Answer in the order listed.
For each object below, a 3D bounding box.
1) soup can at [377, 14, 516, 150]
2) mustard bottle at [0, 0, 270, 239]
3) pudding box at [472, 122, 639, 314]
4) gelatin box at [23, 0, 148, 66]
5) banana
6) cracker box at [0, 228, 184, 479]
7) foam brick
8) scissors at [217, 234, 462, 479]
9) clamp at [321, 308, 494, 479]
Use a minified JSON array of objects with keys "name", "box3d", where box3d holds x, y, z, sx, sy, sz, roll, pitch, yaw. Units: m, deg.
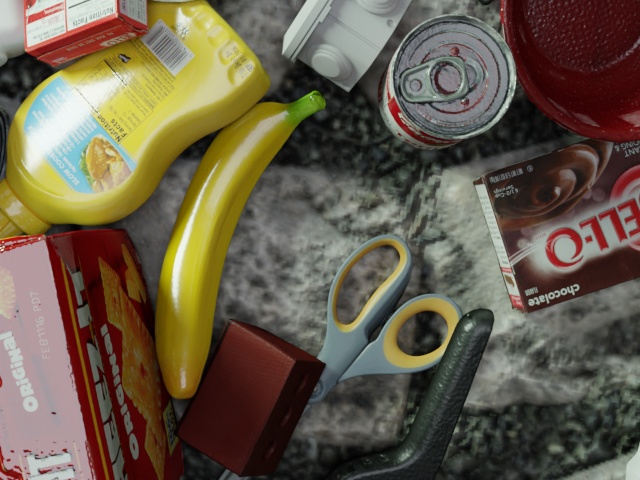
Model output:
[{"name":"soup can","box3d":[0.070,-0.089,0.624,0.068,0.102,0.068,0,91,-2]},{"name":"mustard bottle","box3d":[-0.128,-0.066,0.640,0.191,0.058,0.096,-42,75,0]},{"name":"pudding box","box3d":[0.161,-0.014,0.660,0.113,0.039,0.090,-18,91,-1]},{"name":"gelatin box","box3d":[-0.136,-0.153,0.616,0.073,0.030,0.089,-12,76,30]},{"name":"banana","box3d":[-0.062,-0.005,0.641,0.037,0.070,0.198,26,84,-33]},{"name":"cracker box","box3d":[-0.131,0.078,0.567,0.072,0.213,0.164,-13,91,-1]},{"name":"foam brick","box3d":[-0.041,0.095,0.641,0.051,0.053,0.078,26,91,24]},{"name":"scissors","box3d":[0.016,0.094,0.669,0.096,0.016,0.202,27,90,3]},{"name":"clamp","box3d":[0.061,0.149,0.659,0.210,0.036,0.164,-27,100,2]}]
